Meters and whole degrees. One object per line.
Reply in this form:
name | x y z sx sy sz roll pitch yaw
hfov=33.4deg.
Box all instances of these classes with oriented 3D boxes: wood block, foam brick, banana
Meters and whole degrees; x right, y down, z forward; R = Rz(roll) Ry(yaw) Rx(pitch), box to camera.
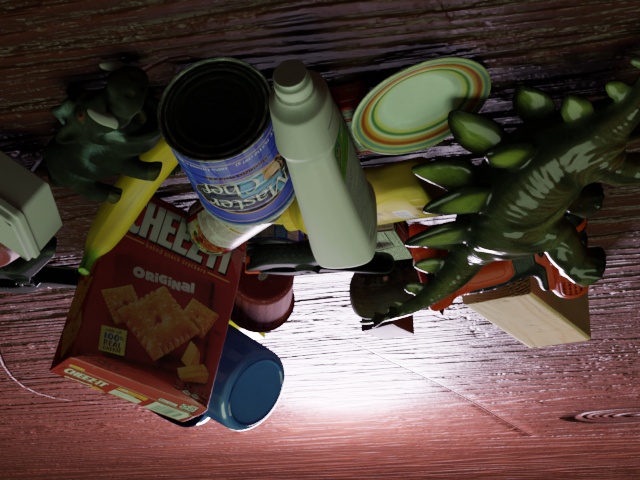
wood block | 0.259 0.061 1.333 0.090 0.091 0.205 -12 155 30
foam brick | 0.088 0.086 1.414 0.053 0.078 0.051 -17 154 36
banana | -0.181 -0.051 1.067 0.037 0.070 0.198 26 113 -30

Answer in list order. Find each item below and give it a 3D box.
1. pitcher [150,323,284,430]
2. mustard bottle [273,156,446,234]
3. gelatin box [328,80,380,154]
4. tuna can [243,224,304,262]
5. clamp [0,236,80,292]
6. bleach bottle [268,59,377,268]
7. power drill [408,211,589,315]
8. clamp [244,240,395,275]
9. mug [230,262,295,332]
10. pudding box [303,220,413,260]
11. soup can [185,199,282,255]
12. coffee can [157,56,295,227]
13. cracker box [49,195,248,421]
pitcher | -0.164 0.158 1.372 0.243 0.145 0.149 23 157 39
mustard bottle | 0.031 -0.041 1.131 0.192 0.058 0.096 -10 165 24
gelatin box | 0.021 -0.112 1.000 0.073 0.030 0.089 -9 154 23
tuna can | -0.058 0.002 1.269 0.086 0.034 0.086 0 157 0
clamp | -0.365 0.043 1.371 0.210 0.036 0.164 -10 156 29
bleach bottle | 0.000 -0.075 0.947 0.068 0.102 0.251 -7 148 9
power drill | 0.194 0.002 1.149 0.188 0.057 0.184 -11 128 10
clamp | -0.004 0.021 1.212 0.172 0.039 0.120 -4 160 36
mug | -0.087 0.055 1.336 0.117 0.093 0.081 12 152 1
pudding box | 0.046 -0.005 1.247 0.114 0.039 0.090 -8 154 16
soup can | -0.092 -0.031 1.147 0.068 0.068 0.102 15 153 -31
coffee can | -0.079 -0.086 0.969 0.103 0.103 0.140 -3 157 8
cracker box | -0.180 0.067 1.160 0.164 0.213 0.072 26 149 -25
